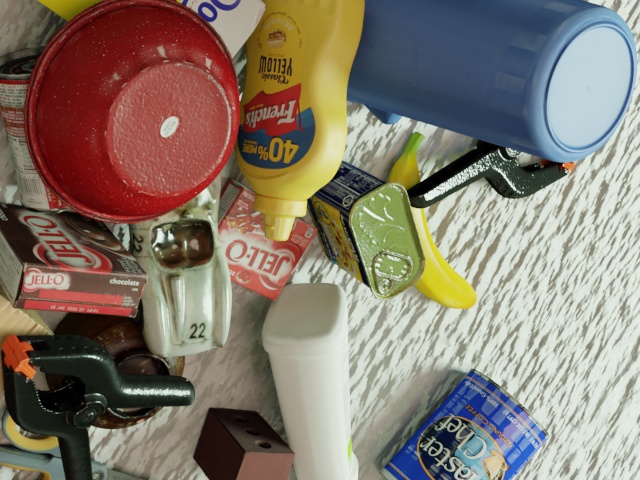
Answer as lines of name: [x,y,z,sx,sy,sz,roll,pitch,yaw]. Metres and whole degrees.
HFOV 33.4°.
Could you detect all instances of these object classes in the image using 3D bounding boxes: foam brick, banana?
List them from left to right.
foam brick: [-0.068,0.188,0.930,0.052,0.078,0.051,12,104,-35]
banana: [0.098,0.001,0.981,0.069,0.037,0.198,-32,124,-17]

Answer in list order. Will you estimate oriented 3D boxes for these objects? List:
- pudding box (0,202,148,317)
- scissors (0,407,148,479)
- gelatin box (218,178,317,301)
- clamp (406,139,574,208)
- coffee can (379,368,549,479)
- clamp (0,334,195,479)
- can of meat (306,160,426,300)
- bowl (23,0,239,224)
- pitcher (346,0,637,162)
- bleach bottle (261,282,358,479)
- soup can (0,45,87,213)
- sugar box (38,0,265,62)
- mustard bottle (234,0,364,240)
pudding box: [-0.186,0.013,0.757,0.089,0.114,0.039,8,107,-35]
scissors: [-0.191,0.176,0.885,0.201,0.016,0.096,7,106,-35]
gelatin box: [-0.056,0.001,0.887,0.089,0.030,0.073,29,93,-37]
clamp: [0.158,-0.083,0.973,0.209,0.036,0.164,24,84,-41]
coffee can: [0.142,0.213,1.058,0.140,0.103,0.102,-47,127,-7]
clamp: [-0.177,0.124,0.768,0.120,0.039,0.171,-52,138,-1]
can of meat: [0.036,-0.012,0.906,0.057,0.084,0.102,-31,123,-18]
bowl: [-0.112,-0.080,0.717,0.161,0.055,0.162,-14,116,-31]
pitcher: [0.108,-0.150,0.793,0.149,0.243,0.145,33,88,-42]
bleach bottle: [0.000,0.167,0.952,0.068,0.102,0.251,-2,118,10]
soup can: [-0.188,-0.078,0.746,0.068,0.069,0.102,-19,119,-25]
sugar box: [-0.131,-0.178,0.737,0.176,0.048,0.093,33,103,-30]
mustard bottle: [-0.022,-0.095,0.808,0.058,0.096,0.192,-2,102,-51]
